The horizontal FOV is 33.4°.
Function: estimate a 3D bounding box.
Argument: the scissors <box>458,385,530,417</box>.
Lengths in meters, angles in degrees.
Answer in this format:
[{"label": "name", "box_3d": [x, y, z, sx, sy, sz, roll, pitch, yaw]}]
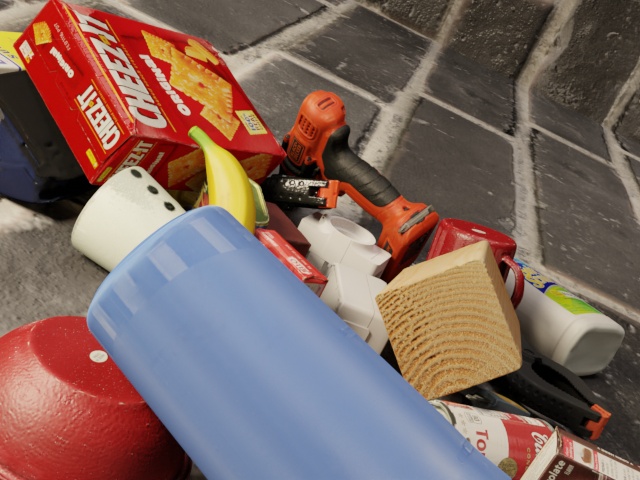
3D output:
[{"label": "scissors", "box_3d": [0.121, 0.124, 0.890, 0.096, 0.016, 0.201, 26, -2, 31]}]

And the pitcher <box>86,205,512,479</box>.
[{"label": "pitcher", "box_3d": [-0.016, 0.098, 0.624, 0.144, 0.149, 0.243, -39, 80, -29]}]

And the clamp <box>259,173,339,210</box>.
[{"label": "clamp", "box_3d": [-0.051, -0.050, 1.085, 0.120, 0.039, 0.172, 1, -1, -32]}]

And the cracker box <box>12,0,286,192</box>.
[{"label": "cracker box", "box_3d": [-0.150, -0.126, 0.980, 0.213, 0.072, 0.164, 3, 49, -56]}]

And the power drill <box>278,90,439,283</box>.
[{"label": "power drill", "box_3d": [0.029, -0.046, 1.130, 0.057, 0.185, 0.188, -37, 75, -27]}]

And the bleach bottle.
[{"label": "bleach bottle", "box_3d": [0.215, 0.054, 1.197, 0.102, 0.068, 0.251, 6, 26, -44]}]

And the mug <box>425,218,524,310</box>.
[{"label": "mug", "box_3d": [0.154, 0.032, 1.062, 0.093, 0.081, 0.117, 6, 16, -42]}]

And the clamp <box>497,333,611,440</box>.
[{"label": "clamp", "box_3d": [0.197, 0.120, 1.047, 0.210, 0.036, 0.164, 34, 22, 31]}]

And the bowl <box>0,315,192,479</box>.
[{"label": "bowl", "box_3d": [-0.146, 0.095, 0.664, 0.162, 0.055, 0.162, 23, 20, -9]}]

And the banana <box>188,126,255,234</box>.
[{"label": "banana", "box_3d": [-0.089, 0.006, 0.833, 0.069, 0.037, 0.197, 12, 63, -7]}]

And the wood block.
[{"label": "wood block", "box_3d": [0.113, 0.062, 0.899, 0.206, 0.090, 0.091, -19, 88, -79]}]

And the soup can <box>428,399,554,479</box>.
[{"label": "soup can", "box_3d": [0.122, 0.161, 0.807, 0.102, 0.069, 0.068, 15, 23, -27]}]
